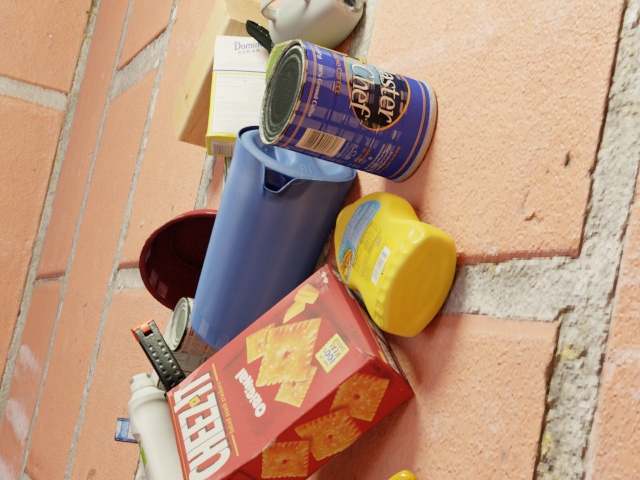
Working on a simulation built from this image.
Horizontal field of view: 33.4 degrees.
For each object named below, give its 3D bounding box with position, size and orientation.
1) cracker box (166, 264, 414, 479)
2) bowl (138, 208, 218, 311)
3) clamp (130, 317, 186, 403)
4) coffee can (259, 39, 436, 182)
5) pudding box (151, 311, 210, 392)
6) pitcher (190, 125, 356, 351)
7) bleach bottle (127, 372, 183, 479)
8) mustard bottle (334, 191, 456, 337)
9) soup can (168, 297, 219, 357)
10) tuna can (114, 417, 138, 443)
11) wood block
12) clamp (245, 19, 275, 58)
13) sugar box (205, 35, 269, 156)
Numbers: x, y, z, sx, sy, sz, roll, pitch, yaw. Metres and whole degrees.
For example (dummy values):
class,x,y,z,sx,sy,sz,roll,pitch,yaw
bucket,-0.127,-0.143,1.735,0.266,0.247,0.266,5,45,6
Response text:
class,x,y,z,sx,sy,sz,roll,pitch,yaw
cracker box,-0.036,0.141,0.986,0.214,0.072,0.164,-39,32,8
bowl,-0.139,0.017,1.305,0.055,0.162,0.162,-97,30,-53
clamp,-0.161,0.187,1.257,0.210,0.036,0.165,61,167,-4
coffee can,0.025,-0.122,1.021,0.103,0.140,0.103,-47,36,50
pudding box,-0.159,0.150,1.359,0.113,0.090,0.039,-71,23,13
pitcher,-0.058,0.001,1.183,0.145,0.149,0.243,46,124,45
bleach bottle,-0.180,0.269,1.261,0.103,0.068,0.251,110,143,-54
mustard bottle,0.056,0.008,0.978,0.096,0.058,0.192,-69,24,13
soup can,-0.124,0.111,1.283,0.069,0.102,0.068,-47,35,50
tuna can,-0.245,0.269,1.494,0.086,0.086,0.034,162,118,-64
wood block,-0.135,-0.240,1.539,0.206,0.090,0.091,-61,27,31
clamp,-0.048,-0.245,1.353,0.120,0.039,0.171,-32,57,49
sugar box,-0.098,-0.190,1.405,0.048,0.093,0.176,96,176,-55
